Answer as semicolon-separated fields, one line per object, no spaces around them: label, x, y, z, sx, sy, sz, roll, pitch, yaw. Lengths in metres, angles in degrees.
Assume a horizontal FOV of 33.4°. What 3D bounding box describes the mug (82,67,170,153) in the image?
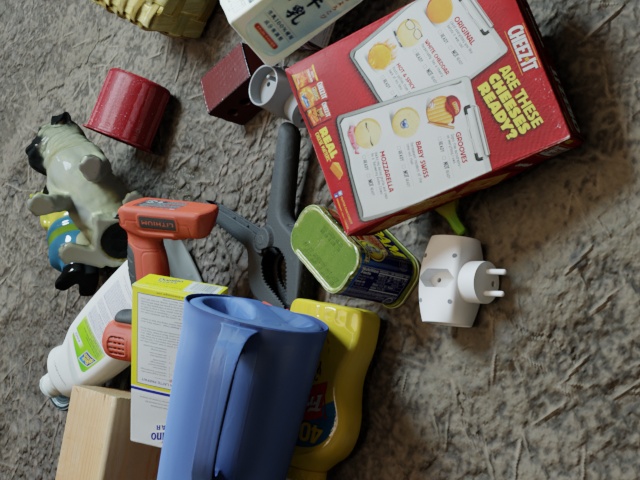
mug;-0.238;-0.162;1.333;0.117;0.093;0.081;-164;96;-83

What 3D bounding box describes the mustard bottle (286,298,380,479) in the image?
mustard bottle;-0.002;0.156;1.026;0.096;0.058;0.191;8;86;42

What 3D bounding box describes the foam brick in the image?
foam brick;-0.089;-0.175;1.200;0.078;0.052;0.051;-36;56;35

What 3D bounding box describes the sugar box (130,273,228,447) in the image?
sugar box;-0.146;0.129;1.100;0.093;0.048;0.176;10;110;17

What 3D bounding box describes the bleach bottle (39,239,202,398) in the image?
bleach bottle;-0.248;0.102;1.260;0.251;0.068;0.102;-39;64;24

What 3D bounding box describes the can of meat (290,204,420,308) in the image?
can of meat;0.030;0.014;1.009;0.102;0.083;0.057;48;114;41

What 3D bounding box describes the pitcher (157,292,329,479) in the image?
pitcher;-0.084;0.176;0.962;0.145;0.149;0.243;18;98;51

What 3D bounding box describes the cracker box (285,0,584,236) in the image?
cracker box;0.096;-0.117;0.926;0.214;0.072;0.164;-24;81;24

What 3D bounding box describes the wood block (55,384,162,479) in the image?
wood block;-0.243;0.276;1.221;0.091;0.090;0.206;6;84;45

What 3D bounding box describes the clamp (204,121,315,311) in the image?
clamp;-0.057;0.001;1.135;0.165;0.036;0.210;-34;61;42

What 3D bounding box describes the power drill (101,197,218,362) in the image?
power drill;-0.148;0.054;1.135;0.185;0.057;0.188;7;104;18
